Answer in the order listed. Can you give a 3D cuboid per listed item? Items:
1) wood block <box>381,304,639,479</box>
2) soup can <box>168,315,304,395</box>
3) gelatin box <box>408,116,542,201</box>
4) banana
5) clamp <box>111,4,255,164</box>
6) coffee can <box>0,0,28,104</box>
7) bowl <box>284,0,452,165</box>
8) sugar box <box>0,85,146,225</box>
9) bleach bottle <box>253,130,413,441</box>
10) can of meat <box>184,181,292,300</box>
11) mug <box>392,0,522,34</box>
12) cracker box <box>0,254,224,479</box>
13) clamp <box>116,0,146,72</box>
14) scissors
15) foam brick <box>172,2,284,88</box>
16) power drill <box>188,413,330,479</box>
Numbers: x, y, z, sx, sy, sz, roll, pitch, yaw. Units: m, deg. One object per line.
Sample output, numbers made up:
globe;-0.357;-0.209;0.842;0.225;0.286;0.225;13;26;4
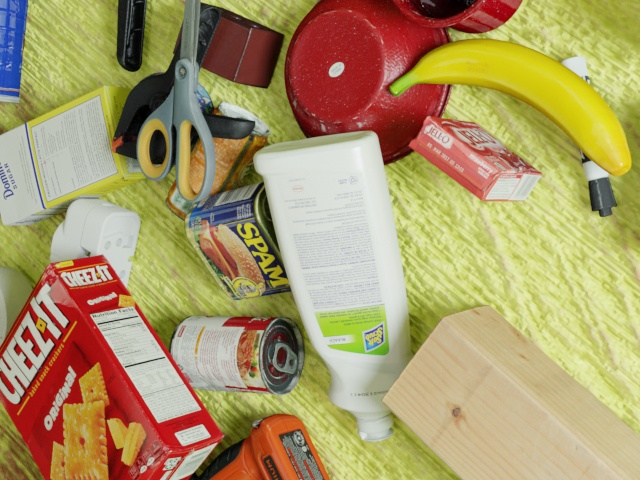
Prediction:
wood block;0.160;0.151;0.789;0.206;0.090;0.091;43;113;23
soup can;-0.074;0.100;0.944;0.102;0.068;0.068;-1;91;32
gelatin box;0.119;-0.062;0.807;0.073;0.089;0.030;41;111;24
banana;0.149;-0.109;0.794;0.198;0.037;0.069;24;94;30
clamp;-0.127;-0.127;0.932;0.172;0.039;0.120;-17;76;40
coffee can;-0.351;-0.215;1.083;0.103;0.102;0.140;11;97;31
bowl;0.026;-0.141;0.882;0.162;0.055;0.162;1;93;32
sugar box;-0.253;-0.081;1.062;0.177;0.048;0.093;-17;83;34
bleach bottle;0.018;0.043;0.866;0.103;0.068;0.251;-6;103;15
can of meat;-0.056;0.001;0.917;0.084;0.057;0.102;-11;122;34
mug;0.098;-0.204;0.820;0.117;0.081;0.093;2;92;30
cracker box;-0.202;0.146;0.958;0.214;0.071;0.164;52;124;22
clamp;-0.173;-0.276;1.010;0.165;0.036;0.210;-42;69;25
scissors;-0.124;-0.132;0.890;0.096;0.016;0.202;0;99;39
foam brick;-0.082;-0.174;0.948;0.078;0.052;0.051;29;106;27
power drill;-0.073;0.252;0.953;0.188;0.057;0.184;-34;75;27
